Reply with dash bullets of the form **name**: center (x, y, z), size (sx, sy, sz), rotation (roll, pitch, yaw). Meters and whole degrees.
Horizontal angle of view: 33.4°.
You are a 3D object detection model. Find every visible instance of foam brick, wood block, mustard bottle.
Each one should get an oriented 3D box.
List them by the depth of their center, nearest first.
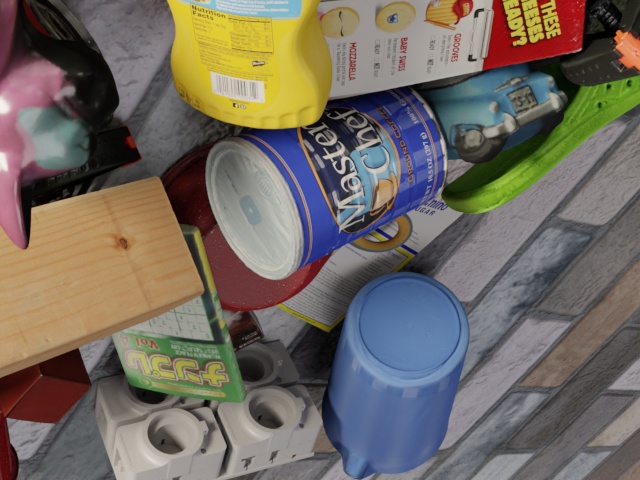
- **mustard bottle**: center (-0.043, -0.144, 0.590), size (0.096, 0.058, 0.192), rotation (14, 148, 10)
- **wood block**: center (-0.187, 0.032, 0.683), size (0.090, 0.091, 0.205), rotation (-24, 177, 42)
- **foam brick**: center (-0.227, 0.100, 0.857), size (0.053, 0.078, 0.051), rotation (-45, 140, 20)

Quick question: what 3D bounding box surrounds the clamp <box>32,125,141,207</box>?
- **clamp**: center (-0.189, -0.040, 0.698), size (0.171, 0.120, 0.039), rotation (-28, 103, -28)

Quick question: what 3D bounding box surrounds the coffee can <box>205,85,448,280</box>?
- **coffee can**: center (0.005, -0.046, 0.754), size (0.140, 0.103, 0.103), rotation (-27, 147, -31)

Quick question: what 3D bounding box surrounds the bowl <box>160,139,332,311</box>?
- **bowl**: center (-0.055, 0.001, 0.833), size (0.162, 0.055, 0.162), rotation (-6, 125, -8)

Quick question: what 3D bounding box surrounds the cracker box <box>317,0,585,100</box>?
- **cracker box**: center (0.056, -0.178, 0.678), size (0.214, 0.072, 0.164), rotation (-12, 144, 3)

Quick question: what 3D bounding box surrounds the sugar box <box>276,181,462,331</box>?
- **sugar box**: center (0.036, 0.001, 0.947), size (0.176, 0.048, 0.093), rotation (-44, 141, 13)

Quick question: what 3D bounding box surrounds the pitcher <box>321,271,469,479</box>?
- **pitcher**: center (0.075, 0.117, 1.012), size (0.145, 0.149, 0.243), rotation (-14, 154, -9)
